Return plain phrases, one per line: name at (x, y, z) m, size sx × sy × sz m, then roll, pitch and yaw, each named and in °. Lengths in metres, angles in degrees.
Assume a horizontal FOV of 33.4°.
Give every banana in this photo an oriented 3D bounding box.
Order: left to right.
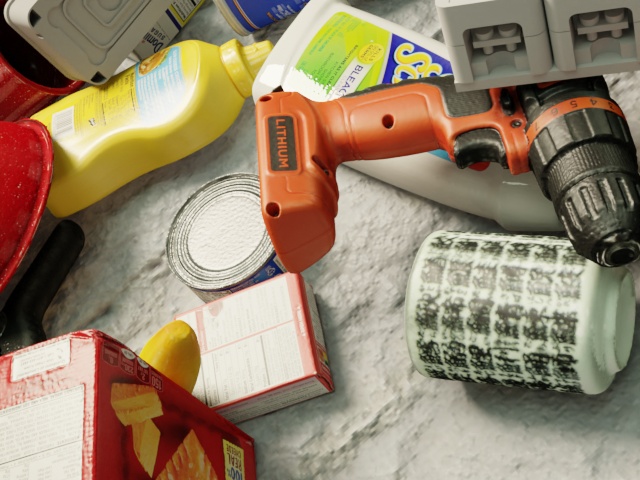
banana at (-0.126, 0.102, 0.623) m, size 0.198 × 0.069 × 0.037 m, roll -31°, pitch 57°, yaw 29°

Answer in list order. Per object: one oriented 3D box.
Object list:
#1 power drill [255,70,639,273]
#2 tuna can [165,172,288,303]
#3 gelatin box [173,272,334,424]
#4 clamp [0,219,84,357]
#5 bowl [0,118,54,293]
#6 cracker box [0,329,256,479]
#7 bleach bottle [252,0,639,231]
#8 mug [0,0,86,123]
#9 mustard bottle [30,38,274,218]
power drill at (0.063, -0.042, 0.554) m, size 0.188 × 0.057 × 0.184 m, roll -14°, pitch 45°, yaw 7°
tuna can at (-0.054, 0.001, 0.686) m, size 0.086 × 0.033 × 0.086 m, roll -13°, pitch 55°, yaw 19°
gelatin box at (-0.042, 0.068, 0.640) m, size 0.089 × 0.030 × 0.073 m, roll -22°, pitch 54°, yaw 13°
clamp at (-0.210, 0.059, 0.722) m, size 0.120 × 0.039 × 0.171 m, roll -30°, pitch 47°, yaw 13°
bowl at (-0.250, -0.021, 0.724) m, size 0.162 × 0.055 × 0.162 m, roll -27°, pitch 50°, yaw 36°
cracker box at (-0.087, 0.171, 0.511) m, size 0.072 × 0.164 × 0.214 m, roll -20°, pitch 53°, yaw 16°
bleach bottle at (0.080, -0.074, 0.650) m, size 0.251 × 0.068 × 0.102 m, roll 25°, pitch 73°, yaw 33°
mug at (-0.232, -0.139, 0.829) m, size 0.082 × 0.093 × 0.117 m, roll -29°, pitch 6°, yaw 37°
mustard bottle at (-0.117, -0.092, 0.761) m, size 0.192 × 0.058 × 0.096 m, roll -25°, pitch 42°, yaw 10°
